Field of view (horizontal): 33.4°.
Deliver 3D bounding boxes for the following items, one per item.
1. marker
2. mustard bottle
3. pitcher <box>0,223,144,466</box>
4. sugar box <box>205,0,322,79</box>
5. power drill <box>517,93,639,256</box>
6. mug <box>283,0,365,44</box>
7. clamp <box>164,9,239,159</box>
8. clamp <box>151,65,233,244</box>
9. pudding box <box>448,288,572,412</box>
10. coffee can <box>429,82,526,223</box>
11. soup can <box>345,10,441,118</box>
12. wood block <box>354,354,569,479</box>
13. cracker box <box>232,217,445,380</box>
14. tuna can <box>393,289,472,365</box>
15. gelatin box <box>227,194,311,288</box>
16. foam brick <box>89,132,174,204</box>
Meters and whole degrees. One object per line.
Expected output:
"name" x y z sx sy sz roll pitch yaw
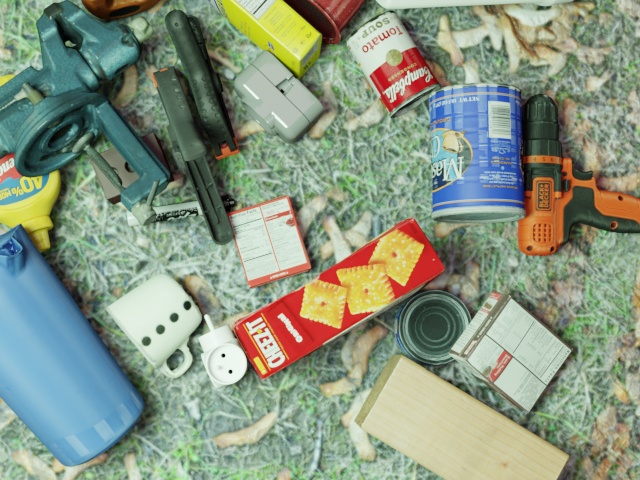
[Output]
"marker" -0.156 -0.034 1.200 0.121 0.020 0.020 -9 85 -3
"mustard bottle" -0.337 -0.077 1.161 0.096 0.058 0.191 -22 87 -12
"pitcher" -0.302 0.116 1.118 0.145 0.149 0.243 -36 101 -3
"sugar box" -0.078 -0.259 1.189 0.176 0.093 0.048 38 84 2
"power drill" 0.314 -0.072 1.207 0.187 0.057 0.184 2 88 0
"mug" 0.000 -0.287 1.204 0.117 0.093 0.081 31 78 30
"clamp" -0.130 -0.175 1.169 0.039 0.120 0.171 -21 89 9
"clamp" -0.143 -0.105 1.162 0.036 0.164 0.210 -19 49 -7
"pudding box" 0.211 0.122 1.175 0.113 0.039 0.090 40 82 -24
"coffee can" 0.173 -0.094 1.179 0.103 0.103 0.140 -1 84 -3
"soup can" 0.082 -0.199 1.203 0.068 0.068 0.102 -30 86 -5
"wood block" 0.149 0.213 1.154 0.206 0.091 0.090 31 84 1
"cracker box" 0.015 0.064 1.126 0.213 0.164 0.072 -30 85 -5
"tuna can" 0.126 0.097 1.193 0.086 0.034 0.086 0 85 -3
"gelatin box" -0.058 0.001 1.196 0.073 0.030 0.089 -17 85 -3
"foam brick" -0.208 -0.079 1.186 0.078 0.051 0.053 -23 86 -5
